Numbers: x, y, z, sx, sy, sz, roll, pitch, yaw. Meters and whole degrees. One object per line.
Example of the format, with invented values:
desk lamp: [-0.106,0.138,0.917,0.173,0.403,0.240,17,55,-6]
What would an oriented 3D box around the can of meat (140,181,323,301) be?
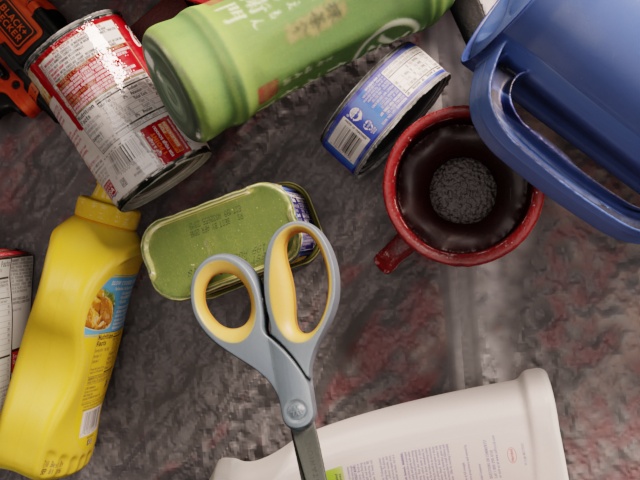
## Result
can of meat: [-0.055,0.001,0.669,0.102,0.084,0.057,-20,89,7]

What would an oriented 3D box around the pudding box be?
pudding box: [-0.220,0.062,0.687,0.039,0.090,0.113,2,91,6]

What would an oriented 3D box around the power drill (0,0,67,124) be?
power drill: [-0.226,-0.074,0.704,0.187,0.057,0.184,-41,82,3]

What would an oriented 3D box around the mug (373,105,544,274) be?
mug: [0.078,-0.023,0.653,0.093,0.081,0.117,43,95,4]

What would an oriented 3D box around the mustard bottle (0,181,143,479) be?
mustard bottle: [-0.153,0.049,0.675,0.058,0.096,0.191,17,93,8]

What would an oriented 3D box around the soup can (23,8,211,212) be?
soup can: [-0.120,-0.076,0.636,0.068,0.068,0.102,-34,89,6]

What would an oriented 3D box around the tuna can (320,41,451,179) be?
tuna can: [0.039,-0.080,0.656,0.034,0.086,0.086,43,95,6]

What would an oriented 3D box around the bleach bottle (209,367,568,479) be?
bleach bottle: [0.026,0.150,0.672,0.251,0.068,0.102,-10,97,9]

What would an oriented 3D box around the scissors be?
scissors: [-0.031,0.088,0.600,0.096,0.016,0.202,1,80,14]

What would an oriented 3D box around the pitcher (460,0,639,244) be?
pitcher: [0.203,-0.072,0.599,0.243,0.145,0.149,39,111,-6]
